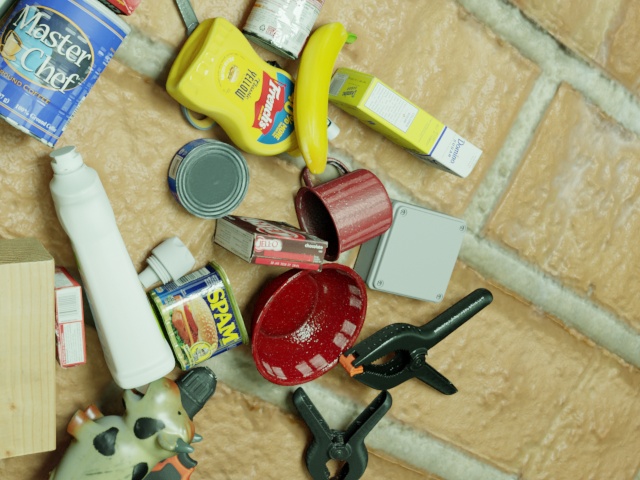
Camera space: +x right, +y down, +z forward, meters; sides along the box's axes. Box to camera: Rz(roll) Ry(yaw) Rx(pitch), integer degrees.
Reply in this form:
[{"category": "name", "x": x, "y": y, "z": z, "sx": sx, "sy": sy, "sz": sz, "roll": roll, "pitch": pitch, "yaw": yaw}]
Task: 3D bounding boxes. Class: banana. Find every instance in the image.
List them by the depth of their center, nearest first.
[{"category": "banana", "x": 0.002, "y": -0.168, "z": 1.149, "sx": 0.069, "sy": 0.037, "sz": 0.197, "roll": 35, "pitch": 57, "yaw": -32}]

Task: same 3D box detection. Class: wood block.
[{"category": "wood block", "x": -0.324, "y": 0.109, "z": 1.093, "sx": 0.090, "sy": 0.091, "sz": 0.206, "roll": -4, "pitch": 106, "yaw": -26}]

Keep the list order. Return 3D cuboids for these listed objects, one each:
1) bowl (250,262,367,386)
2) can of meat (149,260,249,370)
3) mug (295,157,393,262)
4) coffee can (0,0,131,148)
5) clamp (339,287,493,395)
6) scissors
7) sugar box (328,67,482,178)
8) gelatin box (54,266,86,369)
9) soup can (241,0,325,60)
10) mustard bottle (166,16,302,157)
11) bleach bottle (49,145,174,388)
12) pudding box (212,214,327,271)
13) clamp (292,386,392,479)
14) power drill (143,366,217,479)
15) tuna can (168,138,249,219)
[{"category": "bowl", "x": -0.025, "y": 0.087, "z": 1.245, "sx": 0.161, "sy": 0.055, "sz": 0.162, "roll": -19, "pitch": 126, "yaw": -30}, {"category": "can of meat", "x": -0.138, "y": 0.086, "z": 1.200, "sx": 0.083, "sy": 0.057, "sz": 0.102, "roll": -24, "pitch": 114, "yaw": -17}, {"category": "mug", "x": 0.024, "y": -0.043, "z": 1.233, "sx": 0.081, "sy": 0.093, "sz": 0.117, "roll": -24, "pitch": 78, "yaw": -24}, {"category": "coffee can", "x": -0.264, "y": -0.175, "z": 1.032, "sx": 0.102, "sy": 0.103, "sz": 0.140, "roll": 34, "pitch": 89, "yaw": -30}, {"category": "clamp", "x": 0.115, "y": 0.147, "z": 1.327, "sx": 0.209, "sy": 0.036, "sz": 0.165, "roll": -13, "pitch": 128, "yaw": -29}, {"category": "scissors", "x": -0.142, "y": -0.202, "z": 1.134, "sx": 0.096, "sy": 0.016, "sz": 0.201, "roll": -45, "pitch": 119, "yaw": -11}, {"category": "sugar box", "x": 0.094, "y": -0.134, "z": 1.229, "sx": 0.176, "sy": 0.093, "sz": 0.048, "roll": 32, "pitch": 90, "yaw": -30}, {"category": "gelatin box", "x": -0.271, "y": 0.080, "z": 1.121, "sx": 0.030, "sy": 0.073, "sz": 0.089, "roll": -8, "pitch": 109, "yaw": -25}, {"category": "soup can", "x": -0.034, "y": -0.253, "z": 1.144, "sx": 0.068, "sy": 0.069, "sz": 0.102, "roll": 24, "pitch": 93, "yaw": -30}, {"category": "mustard bottle", "x": -0.069, "y": -0.146, "z": 1.145, "sx": 0.191, "sy": 0.058, "sz": 0.096, "roll": 37, "pitch": 70, "yaw": -33}, {"category": "bleach bottle", "x": -0.225, "y": 0.024, "z": 1.110, "sx": 0.068, "sy": 0.103, "sz": 0.251, "roll": -22, "pitch": 114, "yaw": -15}, {"category": "pudding box", "x": -0.058, "y": 0.001, "z": 1.181, "sx": 0.089, "sy": 0.114, "sz": 0.039, "roll": 8, "pitch": 97, "yaw": -29}, {"category": "clamp", "x": 0.032, "y": 0.248, "z": 1.321, "sx": 0.120, "sy": 0.039, "sz": 0.171, "roll": -2, "pitch": 122, "yaw": 6}, {"category": "power drill", "x": -0.138, "y": 0.261, "z": 1.208, "sx": 0.187, "sy": 0.057, "sz": 0.184, "roll": 44, "pitch": 88, "yaw": 3}, {"category": "tuna can", "x": -0.123, "y": -0.069, "z": 1.174, "sx": 0.086, "sy": 0.034, "sz": 0.086, "roll": -8, "pitch": 108, "yaw": -25}]
